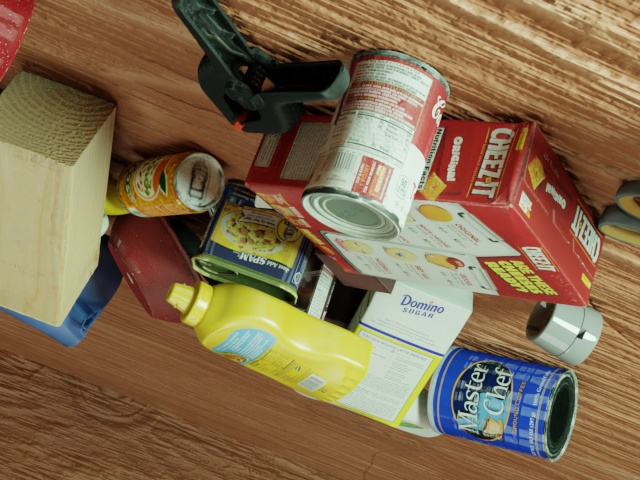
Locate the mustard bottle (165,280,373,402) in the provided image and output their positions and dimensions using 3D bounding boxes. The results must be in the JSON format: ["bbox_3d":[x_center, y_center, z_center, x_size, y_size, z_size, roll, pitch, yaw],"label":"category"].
[{"bbox_3d":[-0.054,0.086,0.987,0.191,0.058,0.096,26,148,-18],"label":"mustard bottle"}]

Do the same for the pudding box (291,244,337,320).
[{"bbox_3d":[-0.041,0.042,1.076,0.114,0.090,0.039,8,161,31],"label":"pudding box"}]

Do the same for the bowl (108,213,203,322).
[{"bbox_3d":[-0.172,0.028,1.097,0.162,0.055,0.162,53,164,22],"label":"bowl"}]

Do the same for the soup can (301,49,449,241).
[{"bbox_3d":[0.035,-0.059,0.675,0.068,0.102,0.068,18,162,6],"label":"soup can"}]

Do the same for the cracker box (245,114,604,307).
[{"bbox_3d":[0.079,-0.025,0.781,0.214,0.072,0.164,6,158,35],"label":"cracker box"}]

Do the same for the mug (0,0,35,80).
[{"bbox_3d":[-0.251,-0.159,0.739,0.081,0.093,0.117,24,-166,-27],"label":"mug"}]

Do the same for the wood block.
[{"bbox_3d":[-0.247,-0.033,0.943,0.090,0.090,0.206,20,135,1],"label":"wood block"}]

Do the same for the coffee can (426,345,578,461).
[{"bbox_3d":[0.204,0.181,1.197,0.141,0.102,0.102,9,159,31],"label":"coffee can"}]

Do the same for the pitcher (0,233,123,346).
[{"bbox_3d":[-0.343,0.002,1.150,0.242,0.145,0.149,32,148,-28],"label":"pitcher"}]

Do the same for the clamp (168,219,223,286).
[{"bbox_3d":[-0.083,0.075,1.181,0.210,0.036,0.164,40,166,21],"label":"clamp"}]

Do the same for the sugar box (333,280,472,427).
[{"bbox_3d":[0.072,0.102,1.058,0.093,0.048,0.176,23,124,-6],"label":"sugar box"}]

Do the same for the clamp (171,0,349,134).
[{"bbox_3d":[-0.036,-0.105,0.712,0.120,0.039,0.171,34,170,9],"label":"clamp"}]

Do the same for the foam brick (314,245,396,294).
[{"bbox_3d":[0.037,0.007,0.950,0.051,0.053,0.078,11,160,27],"label":"foam brick"}]

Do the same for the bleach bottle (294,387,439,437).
[{"bbox_3d":[0.076,0.184,1.249,0.103,0.068,0.250,6,162,37],"label":"bleach bottle"}]

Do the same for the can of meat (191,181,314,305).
[{"bbox_3d":[-0.057,0.001,0.982,0.102,0.084,0.057,19,163,2],"label":"can of meat"}]
